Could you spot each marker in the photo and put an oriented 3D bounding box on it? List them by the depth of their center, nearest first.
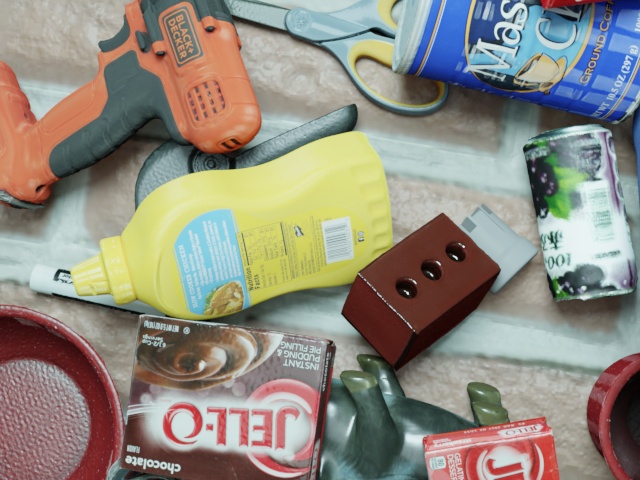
[{"bbox_3d":[-0.130,0.037,0.699,0.121,0.020,0.020,13,88,5],"label":"marker"}]

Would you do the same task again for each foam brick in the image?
[{"bbox_3d":[0.061,0.031,0.648,0.078,0.051,0.053,-34,70,-30],"label":"foam brick"}]

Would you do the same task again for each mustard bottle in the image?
[{"bbox_3d":[-0.054,0.001,0.644,0.191,0.096,0.058,-15,42,-9],"label":"mustard bottle"}]

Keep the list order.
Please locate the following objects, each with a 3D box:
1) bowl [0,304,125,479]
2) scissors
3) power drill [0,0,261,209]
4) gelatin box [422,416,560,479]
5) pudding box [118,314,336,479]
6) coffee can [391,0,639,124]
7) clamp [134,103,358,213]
[{"bbox_3d":[-0.198,0.121,0.682,0.162,0.055,0.162,0,87,4],"label":"bowl"},{"bbox_3d":[0.004,-0.155,0.700,0.202,0.016,0.096,32,88,5],"label":"scissors"},{"bbox_3d":[-0.142,-0.115,0.669,0.188,0.057,0.184,-24,75,16],"label":"power drill"},{"bbox_3d":[0.101,0.150,0.607,0.073,0.030,0.089,-9,99,3],"label":"gelatin box"},{"bbox_3d":[-0.053,0.094,0.613,0.113,0.039,0.090,7,88,12],"label":"pudding box"},{"bbox_3d":[0.123,-0.135,0.637,0.140,0.103,0.103,13,88,-3],"label":"coffee can"},{"bbox_3d":[-0.057,-0.048,0.689,0.120,0.039,0.171,26,94,10],"label":"clamp"}]
